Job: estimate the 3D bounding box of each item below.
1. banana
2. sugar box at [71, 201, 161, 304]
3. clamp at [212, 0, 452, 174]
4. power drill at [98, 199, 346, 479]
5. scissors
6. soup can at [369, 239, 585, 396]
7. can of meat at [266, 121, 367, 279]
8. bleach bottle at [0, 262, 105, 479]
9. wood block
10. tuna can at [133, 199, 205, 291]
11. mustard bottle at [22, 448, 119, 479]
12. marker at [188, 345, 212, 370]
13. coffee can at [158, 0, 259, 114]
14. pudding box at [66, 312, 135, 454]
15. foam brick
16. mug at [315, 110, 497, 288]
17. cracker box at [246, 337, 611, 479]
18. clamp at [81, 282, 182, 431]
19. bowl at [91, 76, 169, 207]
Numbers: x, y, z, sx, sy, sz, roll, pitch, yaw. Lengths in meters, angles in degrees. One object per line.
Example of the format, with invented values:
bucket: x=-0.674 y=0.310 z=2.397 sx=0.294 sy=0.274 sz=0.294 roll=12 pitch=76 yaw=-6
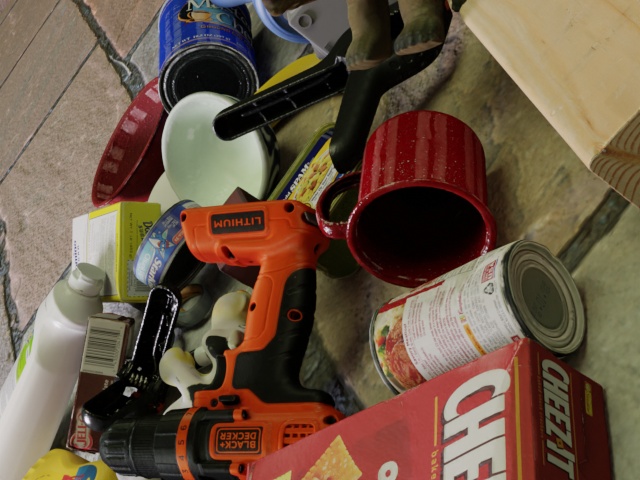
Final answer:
banana: x=-0.037 y=-0.126 z=0.994 sx=0.198 sy=0.037 sz=0.069 roll=-26 pitch=40 yaw=44
sugar box: x=-0.202 y=0.016 z=1.045 sx=0.176 sy=0.048 sz=0.093 roll=172 pitch=99 yaw=-65
clamp: x=0.021 y=-0.131 z=0.831 sx=0.165 sy=0.036 sz=0.209 roll=13 pitch=51 yaw=44
power drill: x=-0.062 y=0.071 z=0.721 sx=0.185 sy=0.057 sz=0.187 roll=-4 pitch=73 yaw=22
scissors: x=-0.166 y=0.079 z=1.003 sx=0.202 sy=0.016 sz=0.096 roll=-12 pitch=40 yaw=54
soup can: x=0.086 y=0.048 z=0.597 sx=0.102 sy=0.068 sz=0.068 roll=-29 pitch=39 yaw=41
can of meat: x=0.013 y=-0.030 z=0.801 sx=0.102 sy=0.057 sz=0.084 roll=-55 pitch=30 yaw=4
bleach bottle: x=-0.263 y=0.136 z=1.005 sx=0.251 sy=0.068 sz=0.103 roll=-62 pitch=25 yaw=18
wood block: x=0.166 y=-0.099 z=0.595 sx=0.090 sy=0.090 sz=0.206 roll=-48 pitch=30 yaw=18
tuna can: x=-0.125 y=0.007 z=0.937 sx=0.086 sy=0.034 sz=0.086 roll=-52 pitch=-13 yaw=-18
mustard bottle: x=-0.191 y=0.225 z=0.864 sx=0.192 sy=0.058 sz=0.096 roll=-6 pitch=54 yaw=55
marker: x=-0.110 y=0.103 z=0.899 sx=0.121 sy=0.020 sz=0.020 roll=-29 pitch=39 yaw=41
coffee can: x=-0.120 y=-0.195 z=1.123 sx=0.103 sy=0.102 sz=0.140 roll=-44 pitch=31 yaw=24
pudding box: x=-0.189 y=0.121 z=0.922 sx=0.090 sy=0.039 sz=0.113 roll=169 pitch=112 yaw=-82
foam brick: x=-0.056 y=0.001 z=0.881 sx=0.051 sy=0.053 sz=0.078 roll=-52 pitch=28 yaw=10
mug: x=0.054 y=-0.027 z=0.689 sx=0.117 sy=0.093 sz=0.081 roll=-9 pitch=42 yaw=16
cracker box: x=0.043 y=0.165 z=0.544 sx=0.214 sy=0.072 sz=0.164 roll=-32 pitch=38 yaw=37
clamp: x=-0.146 y=0.115 z=0.834 sx=0.120 sy=0.039 sz=0.171 roll=-54 pitch=-13 yaw=-29
bowl: x=-0.189 y=-0.098 z=1.177 sx=0.162 sy=0.055 sz=0.162 roll=-44 pitch=31 yaw=35
